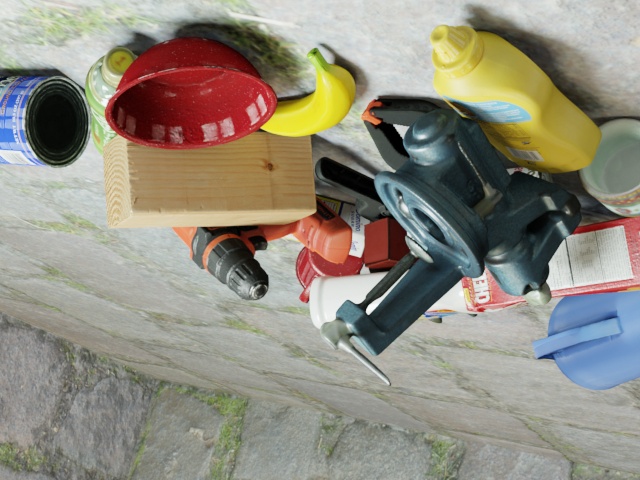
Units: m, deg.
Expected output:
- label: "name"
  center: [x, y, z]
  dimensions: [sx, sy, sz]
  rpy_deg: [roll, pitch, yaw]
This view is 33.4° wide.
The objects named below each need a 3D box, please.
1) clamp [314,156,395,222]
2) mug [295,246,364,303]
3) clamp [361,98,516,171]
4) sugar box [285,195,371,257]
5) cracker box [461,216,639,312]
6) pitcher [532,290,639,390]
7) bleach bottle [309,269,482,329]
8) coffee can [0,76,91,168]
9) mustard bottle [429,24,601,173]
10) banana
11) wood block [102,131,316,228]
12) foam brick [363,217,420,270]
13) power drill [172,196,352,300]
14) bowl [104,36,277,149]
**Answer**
- label: "clamp"
  center: [0.094, -0.047, 1.217]
  dimensions: [0.165, 0.036, 0.210]
  rpy_deg: [4, 165, 15]
- label: "mug"
  center: [0.009, 0.036, 1.455]
  dimensions: [0.093, 0.117, 0.081]
  rpy_deg: [39, 160, 5]
- label: "clamp"
  center: [0.122, -0.086, 1.002]
  dimensions: [0.171, 0.039, 0.120]
  rpy_deg: [37, 122, -9]
- label: "sugar box"
  center: [-0.023, -0.030, 1.380]
  dimensions: [0.176, 0.048, 0.093]
  rpy_deg: [12, 163, 0]
- label: "cracker box"
  center: [0.270, 0.022, 1.060]
  dimensions: [0.214, 0.072, 0.163]
  rpy_deg: [-13, 174, 40]
- label: "pitcher"
  center: [0.375, 0.101, 1.279]
  dimensions: [0.145, 0.149, 0.243]
  rpy_deg: [36, 159, -3]
- label: "bleach bottle"
  center: [0.115, 0.062, 1.234]
  dimensions: [0.251, 0.068, 0.102]
  rpy_deg: [-11, 163, 37]
- label: "coffee can"
  center: [-0.349, -0.137, 1.221]
  dimensions: [0.141, 0.103, 0.102]
  rpy_deg: [6, 161, 32]
- label: "mustard bottle"
  center: [0.148, -0.120, 0.873]
  dimensions: [0.096, 0.058, 0.191]
  rpy_deg: [16, 169, 45]
- label: "banana"
  center: [-0.012, -0.134, 1.034]
  dimensions: [0.069, 0.037, 0.198]
  rpy_deg: [44, 156, -8]
- label: "wood block"
  center: [-0.118, -0.064, 1.135]
  dimensions: [0.205, 0.091, 0.090]
  rpy_deg: [-2, 173, -26]
- label: "foam brick"
  center: [0.097, 0.007, 1.249]
  dimensions: [0.078, 0.051, 0.053]
  rpy_deg: [9, 165, -31]
- label: "power drill"
  center: [-0.058, 0.002, 1.230]
  dimensions: [0.187, 0.057, 0.185]
  rpy_deg: [-7, -145, -35]
- label: "bowl"
  center: [-0.123, -0.145, 1.005]
  dimensions: [0.162, 0.055, 0.162]
  rpy_deg: [-7, 160, -3]
